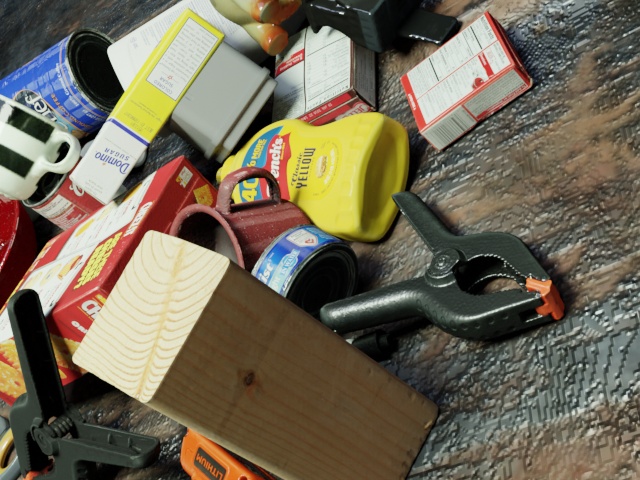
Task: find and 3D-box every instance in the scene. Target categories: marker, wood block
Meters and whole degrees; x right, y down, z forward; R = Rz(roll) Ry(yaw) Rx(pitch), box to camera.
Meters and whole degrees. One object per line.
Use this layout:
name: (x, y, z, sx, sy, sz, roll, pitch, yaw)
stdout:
marker: (0.001, 0.086, 0.770, 0.121, 0.020, 0.020, -20, 49, 34)
wood block: (-0.032, 0.088, 0.652, 0.090, 0.205, 0.091, 16, 73, 49)

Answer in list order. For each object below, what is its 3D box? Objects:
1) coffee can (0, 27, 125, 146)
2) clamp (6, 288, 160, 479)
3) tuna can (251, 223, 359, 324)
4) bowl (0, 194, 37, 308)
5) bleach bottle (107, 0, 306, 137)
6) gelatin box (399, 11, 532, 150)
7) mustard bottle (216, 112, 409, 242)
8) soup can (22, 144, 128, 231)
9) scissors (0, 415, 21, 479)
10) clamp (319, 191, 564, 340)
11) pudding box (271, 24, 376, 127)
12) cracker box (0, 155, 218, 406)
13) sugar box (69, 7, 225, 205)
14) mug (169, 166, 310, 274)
coffee can: (-0.286, -0.157, 1.173, 0.141, 0.102, 0.103, -23, 47, 31)
clamp: (-0.199, 0.153, 0.841, 0.165, 0.036, 0.210, 44, 138, 18)
tuna can: (-0.011, 0.034, 0.768, 0.034, 0.086, 0.086, 29, 83, 35)
bowl: (-0.352, 0.021, 1.135, 0.162, 0.055, 0.162, -23, 51, 33)
bleach bottle: (-0.073, -0.205, 1.011, 0.251, 0.068, 0.102, -31, 68, 6)
gelatin box: (0.110, -0.121, 0.813, 0.089, 0.030, 0.073, -35, 40, 20)
mustard bottle: (-0.018, -0.051, 0.862, 0.192, 0.058, 0.096, 4, 78, 47)
soup can: (-0.224, -0.037, 1.020, 0.069, 0.102, 0.068, -26, 45, 29)
scissors: (-0.303, 0.244, 0.953, 0.096, 0.016, 0.201, -22, 48, 32)
clamp: (0.088, 0.017, 0.721, 0.172, 0.039, 0.120, 4, 61, 36)
pudding box: (0.003, -0.143, 0.929, 0.090, 0.039, 0.113, -23, 49, 30)
cracker box: (-0.189, 0.039, 0.907, 0.214, 0.072, 0.164, -26, 28, 40)
sugar box: (-0.152, -0.117, 0.930, 0.176, 0.048, 0.093, -53, 12, 1)
mug: (-0.055, 0.001, 0.802, 0.093, 0.081, 0.117, 21, 115, 43)
